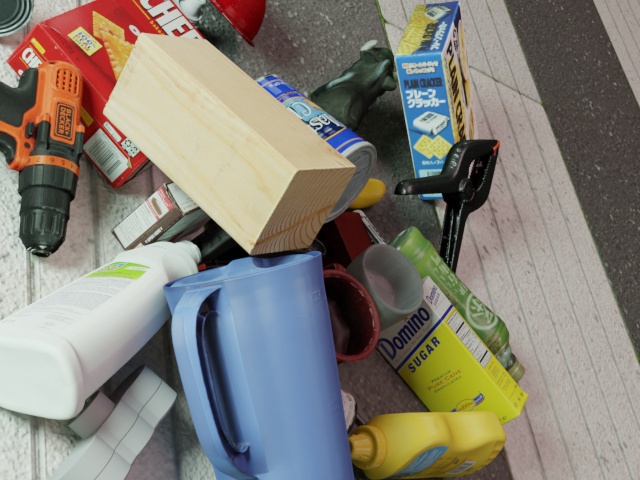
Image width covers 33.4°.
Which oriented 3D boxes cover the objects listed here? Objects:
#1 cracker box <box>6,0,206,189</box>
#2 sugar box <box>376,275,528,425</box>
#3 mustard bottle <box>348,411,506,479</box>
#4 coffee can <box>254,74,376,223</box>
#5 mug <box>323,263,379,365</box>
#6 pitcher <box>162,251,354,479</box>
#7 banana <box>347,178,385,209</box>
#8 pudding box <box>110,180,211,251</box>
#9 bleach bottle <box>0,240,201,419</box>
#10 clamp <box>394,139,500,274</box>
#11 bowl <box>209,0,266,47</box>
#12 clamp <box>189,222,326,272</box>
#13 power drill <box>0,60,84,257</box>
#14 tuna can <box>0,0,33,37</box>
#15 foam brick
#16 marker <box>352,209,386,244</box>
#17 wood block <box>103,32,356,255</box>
[{"bbox_3d":[-0.188,-0.168,1.092,0.164,0.072,0.213,50,34,-4],"label":"cracker box"},{"bbox_3d":[0.136,0.134,1.172,0.176,0.093,0.048,48,35,-4],"label":"sugar box"},{"bbox_3d":[0.093,0.204,1.058,0.191,0.096,0.058,9,54,-44],"label":"mustard bottle"},{"bbox_3d":[-0.025,-0.099,1.149,0.140,0.103,0.102,39,30,21],"label":"coffee can"},{"bbox_3d":[-0.001,0.076,1.048,0.093,0.082,0.117,27,52,-26],"label":"mug"},{"bbox_3d":[-0.047,0.136,0.878,0.149,0.145,0.243,-13,94,-20],"label":"pitcher"},{"bbox_3d":[0.013,-0.070,1.262,0.197,0.037,0.069,19,47,-38],"label":"banana"},{"bbox_3d":[-0.131,-0.031,1.020,0.039,0.090,0.113,54,35,3],"label":"pudding box"},{"bbox_3d":[-0.170,0.058,0.892,0.250,0.103,0.068,-39,129,-56],"label":"bleach bottle"},{"bbox_3d":[0.171,-0.051,1.336,0.209,0.036,0.164,-45,128,-38],"label":"clamp"},{"bbox_3d":[-0.113,-0.305,1.251,0.162,0.055,0.162,48,5,-6],"label":"bowl"},{"bbox_3d":[-0.057,0.001,1.073,0.171,0.120,0.039,-21,52,-14],"label":"clamp"},{"bbox_3d":[-0.292,-0.089,0.907,0.187,0.057,0.184,18,61,-37],"label":"power drill"},{"bbox_3d":[-0.311,-0.234,1.000,0.086,0.086,0.034,26,41,-32],"label":"tuna can"},{"bbox_3d":[0.025,0.013,1.189,0.051,0.053,0.078,1,58,-48],"label":"foam brick"},{"bbox_3d":[0.063,0.001,1.229,0.020,0.020,0.121,26,17,-32],"label":"marker"},{"bbox_3d":[-0.083,-0.087,0.937,0.206,0.090,0.090,42,26,24],"label":"wood block"}]
